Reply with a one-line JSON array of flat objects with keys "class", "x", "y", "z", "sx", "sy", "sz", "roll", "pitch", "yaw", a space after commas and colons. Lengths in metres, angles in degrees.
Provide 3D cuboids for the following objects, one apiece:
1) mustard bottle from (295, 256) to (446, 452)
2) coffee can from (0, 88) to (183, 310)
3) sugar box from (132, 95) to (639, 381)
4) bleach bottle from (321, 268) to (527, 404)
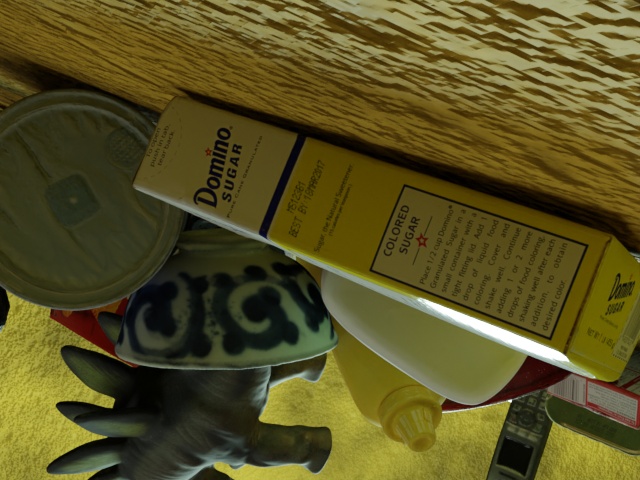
[{"class": "mustard bottle", "x": 0.042, "y": 0.075, "z": 0.748, "sx": 0.096, "sy": 0.058, "sz": 0.192, "roll": 40, "pitch": -165, "yaw": -34}, {"class": "coffee can", "x": -0.128, "y": -0.021, "z": 0.558, "sx": 0.102, "sy": 0.103, "sz": 0.140, "roll": 21, "pitch": 177, "yaw": -12}, {"class": "sugar box", "x": 0.027, "y": -0.003, "z": 0.393, "sx": 0.176, "sy": 0.048, "sz": 0.093, "roll": 23, "pitch": 179, "yaw": 28}, {"class": "bleach bottle", "x": 0.050, "y": 0.030, "z": 0.603, "sx": 0.102, "sy": 0.068, "sz": 0.251, "roll": 33, "pitch": 179, "yaw": 1}]
